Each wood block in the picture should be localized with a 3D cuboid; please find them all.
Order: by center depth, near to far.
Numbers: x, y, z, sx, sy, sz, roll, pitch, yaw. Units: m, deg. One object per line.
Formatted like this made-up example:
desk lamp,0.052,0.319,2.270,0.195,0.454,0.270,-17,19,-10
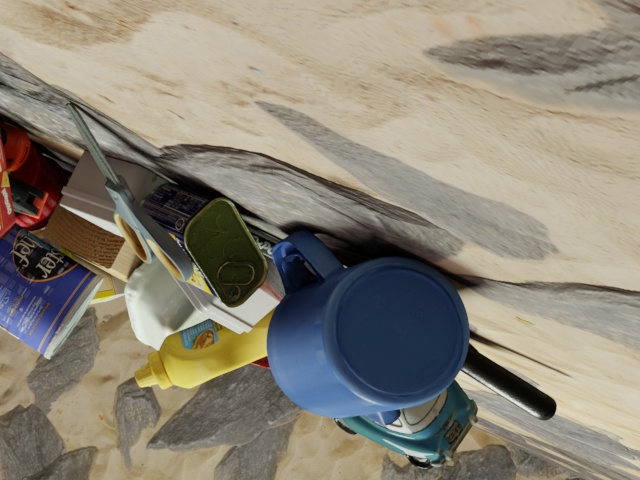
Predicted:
wood block,-0.213,-0.003,1.193,0.090,0.091,0.206,24,173,15

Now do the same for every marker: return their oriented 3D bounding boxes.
marker,-0.057,0.001,1.001,0.121,0.020,0.020,26,172,-8

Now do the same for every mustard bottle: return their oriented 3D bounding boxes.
mustard bottle,-0.106,0.109,1.131,0.096,0.191,0.058,-123,11,-70

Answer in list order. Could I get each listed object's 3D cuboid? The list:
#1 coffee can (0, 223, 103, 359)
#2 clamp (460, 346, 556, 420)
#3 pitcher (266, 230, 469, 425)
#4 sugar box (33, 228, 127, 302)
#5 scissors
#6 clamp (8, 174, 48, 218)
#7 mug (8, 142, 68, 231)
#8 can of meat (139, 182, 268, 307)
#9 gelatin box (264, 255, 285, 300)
coffee can,-0.314,0.044,1.116,0.140,0.103,0.103,33,172,-5
clamp,0.126,0.106,1.040,0.209,0.036,0.165,32,178,-33
pitcher,0.029,0.071,0.860,0.149,0.145,0.243,14,170,-7
sugar box,-0.283,0.031,1.269,0.048,0.093,0.176,-19,177,5
scissors,-0.148,-0.028,0.859,0.096,0.016,0.202,36,159,19
clamp,-0.351,-0.064,1.025,0.171,0.039,0.120,26,173,-24
mug,-0.338,-0.075,1.171,0.117,0.093,0.081,61,176,16
can of meat,-0.105,0.002,0.939,0.084,0.057,0.102,21,149,46
gelatin box,-0.015,0.048,1.036,0.073,0.030,0.089,24,-167,-40
